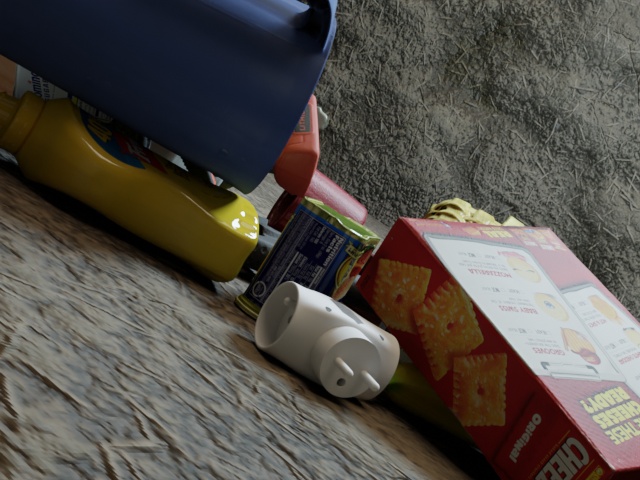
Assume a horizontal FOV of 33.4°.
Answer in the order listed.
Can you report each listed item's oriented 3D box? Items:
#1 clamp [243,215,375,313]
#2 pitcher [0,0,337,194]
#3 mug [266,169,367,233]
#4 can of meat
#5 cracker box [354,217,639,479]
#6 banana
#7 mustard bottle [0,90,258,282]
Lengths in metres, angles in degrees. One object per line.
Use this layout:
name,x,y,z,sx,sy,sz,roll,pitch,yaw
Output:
clamp,-0.056,0.001,0.875,0.165,0.036,0.209,29,6,40
pitcher,-0.115,-0.146,0.686,0.242,0.149,0.145,26,2,-14
mug,-0.009,-0.022,1.184,0.081,0.093,0.117,37,-34,-12
can of meat,-0.006,0.020,0.731,0.057,0.084,0.102,33,5,8
cracker box,0.146,0.080,0.690,0.163,0.072,0.214,3,39,-42
banana,0.113,0.129,0.695,0.197,0.037,0.069,30,27,-7
mustard bottle,-0.135,-0.043,0.701,0.191,0.058,0.096,30,10,-21
